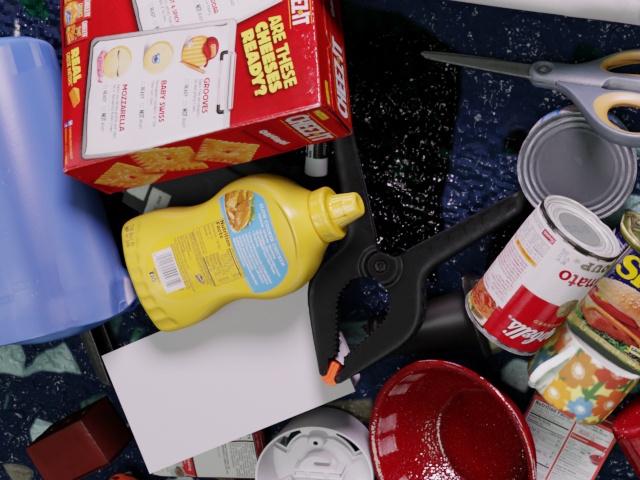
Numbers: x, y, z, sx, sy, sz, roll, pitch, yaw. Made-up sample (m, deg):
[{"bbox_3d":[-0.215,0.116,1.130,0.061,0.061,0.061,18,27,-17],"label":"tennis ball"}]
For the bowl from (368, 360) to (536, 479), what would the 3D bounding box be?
[{"bbox_3d":[0.118,0.171,0.873,0.162,0.055,0.162,10,105,40],"label":"bowl"}]

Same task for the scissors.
[{"bbox_3d":[0.166,-0.105,0.764,0.202,0.096,0.016,1,143,15],"label":"scissors"}]

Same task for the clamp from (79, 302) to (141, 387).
[{"bbox_3d":[-0.216,0.052,0.966,0.171,0.039,0.120,35,107,9],"label":"clamp"}]

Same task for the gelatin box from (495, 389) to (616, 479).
[{"bbox_3d":[0.196,0.169,0.880,0.073,0.030,0.089,24,115,10],"label":"gelatin box"}]

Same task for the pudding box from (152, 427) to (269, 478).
[{"bbox_3d":[-0.105,0.169,0.974,0.114,0.039,0.090,-3,105,16],"label":"pudding box"}]

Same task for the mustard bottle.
[{"bbox_3d":[-0.055,0.001,0.821,0.192,0.058,0.096,-19,92,23],"label":"mustard bottle"}]

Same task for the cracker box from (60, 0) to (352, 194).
[{"bbox_3d":[-0.090,-0.139,0.802,0.214,0.072,0.164,-11,72,21],"label":"cracker box"}]

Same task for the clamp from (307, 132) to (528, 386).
[{"bbox_3d":[0.059,0.019,0.833,0.164,0.036,0.210,18,90,9],"label":"clamp"}]

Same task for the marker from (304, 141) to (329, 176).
[{"bbox_3d":[0.000,-0.111,0.847,0.020,0.020,0.121,9,112,15],"label":"marker"}]

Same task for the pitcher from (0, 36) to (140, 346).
[{"bbox_3d":[-0.254,-0.034,0.877,0.145,0.148,0.243,-15,90,51],"label":"pitcher"}]

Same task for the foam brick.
[{"bbox_3d":[-0.229,0.193,1.015,0.078,0.053,0.051,-29,99,24],"label":"foam brick"}]

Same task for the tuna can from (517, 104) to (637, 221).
[{"bbox_3d":[0.192,-0.058,0.795,0.086,0.033,0.086,6,111,16],"label":"tuna can"}]

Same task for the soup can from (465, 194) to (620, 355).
[{"bbox_3d":[0.162,0.025,0.781,0.068,0.068,0.102,35,121,3],"label":"soup can"}]
